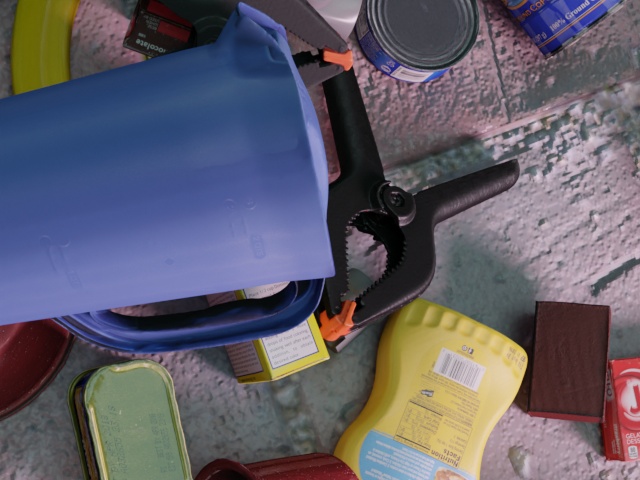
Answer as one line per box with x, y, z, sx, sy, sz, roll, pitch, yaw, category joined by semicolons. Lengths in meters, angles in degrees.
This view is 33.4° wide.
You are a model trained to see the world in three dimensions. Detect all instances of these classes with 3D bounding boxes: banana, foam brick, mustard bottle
-0.164;-0.127;0.680;0.070;0.037;0.198;9;82;10;banana
0.172;0.084;0.735;0.051;0.053;0.078;4;77;16;foam brick
0.060;0.141;0.698;0.096;0.058;0.191;26;74;-10;mustard bottle

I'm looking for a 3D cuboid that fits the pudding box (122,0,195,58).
-0.074;-0.130;0.675;0.090;0.113;0.039;20;108;-13;pudding box

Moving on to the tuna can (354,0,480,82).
0.068;-0.157;0.764;0.086;0.034;0.086;3;80;-16;tuna can

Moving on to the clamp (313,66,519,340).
0.052;-0.019;0.711;0.164;0.036;0.210;25;56;-13;clamp

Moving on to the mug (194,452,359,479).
-0.027;0.183;0.649;0.081;0.093;0.117;0;123;-41;mug

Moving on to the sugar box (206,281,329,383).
-0.054;0.001;0.669;0.048;0.093;0.176;-17;87;-19;sugar box

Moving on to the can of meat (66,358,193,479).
-0.113;0.121;0.636;0.057;0.084;0.102;-12;84;-18;can of meat

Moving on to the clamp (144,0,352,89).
-0.066;-0.123;0.594;0.171;0.039;0.120;-5;125;-12;clamp

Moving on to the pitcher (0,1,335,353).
-0.115;-0.014;0.558;0.243;0.145;0.149;-12;78;1;pitcher
